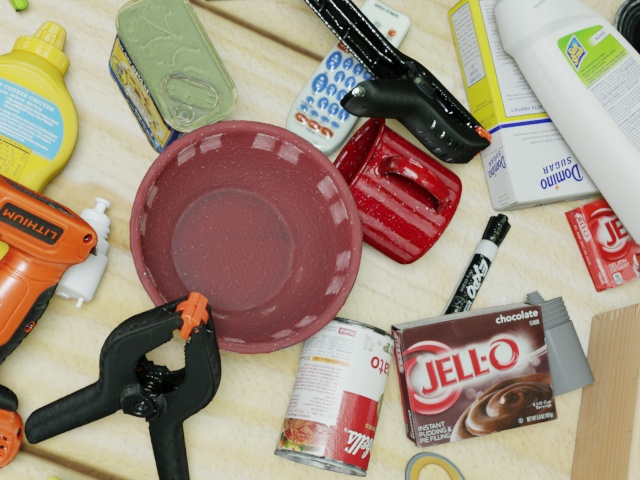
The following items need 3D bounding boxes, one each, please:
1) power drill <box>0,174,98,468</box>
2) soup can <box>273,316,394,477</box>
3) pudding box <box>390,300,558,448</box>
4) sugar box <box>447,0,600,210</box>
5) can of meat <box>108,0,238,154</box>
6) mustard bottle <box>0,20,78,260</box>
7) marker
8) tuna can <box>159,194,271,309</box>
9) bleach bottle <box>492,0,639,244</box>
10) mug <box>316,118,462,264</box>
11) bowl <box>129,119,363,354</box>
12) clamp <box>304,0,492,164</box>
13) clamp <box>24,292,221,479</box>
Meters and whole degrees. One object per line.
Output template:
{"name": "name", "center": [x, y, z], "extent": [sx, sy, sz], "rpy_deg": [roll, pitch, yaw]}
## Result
{"name": "power drill", "center": [-0.239, 0.044, 0.663], "extent": [0.184, 0.057, 0.187], "rpy_deg": [28, 93, -39]}
{"name": "soup can", "center": [0.011, 0.112, 0.770], "extent": [0.068, 0.069, 0.102], "rpy_deg": [18, 74, -13]}
{"name": "pudding box", "center": [0.115, 0.099, 0.802], "extent": [0.113, 0.039, 0.090], "rpy_deg": [-10, 96, -10]}
{"name": "sugar box", "center": [0.170, -0.116, 0.878], "extent": [0.093, 0.048, 0.176], "rpy_deg": [-8, 84, -22]}
{"name": "can of meat", "center": [-0.110, -0.116, 0.773], "extent": [0.057, 0.084, 0.102], "rpy_deg": [-28, 88, -20]}
{"name": "mustard bottle", "center": [-0.223, -0.069, 0.742], "extent": [0.096, 0.058, 0.191], "rpy_deg": [25, 73, -12]}
{"name": "marker", "center": [0.120, 0.030, 0.846], "extent": [0.020, 0.020, 0.121], "rpy_deg": [32, 72, -8]}
{"name": "tuna can", "center": [-0.080, 0.010, 0.782], "extent": [0.086, 0.034, 0.086], "rpy_deg": [3, 78, -16]}
{"name": "bleach bottle", "center": [0.219, -0.123, 0.840], "extent": [0.102, 0.068, 0.251], "rpy_deg": [-38, 94, -31]}
{"name": "mug", "center": [0.056, -0.037, 0.792], "extent": [0.081, 0.117, 0.093], "rpy_deg": [33, 71, -13]}
{"name": "bowl", "center": [-0.055, 0.001, 0.742], "extent": [0.162, 0.055, 0.162], "rpy_deg": [3, 78, -16]}
{"name": "clamp", "center": [0.056, -0.119, 0.787], "extent": [0.209, 0.036, 0.164], "rpy_deg": [25, 34, -48]}
{"name": "clamp", "center": [-0.108, 0.107, 0.705], "extent": [0.120, 0.172, 0.039], "rpy_deg": [31, 34, -19]}
